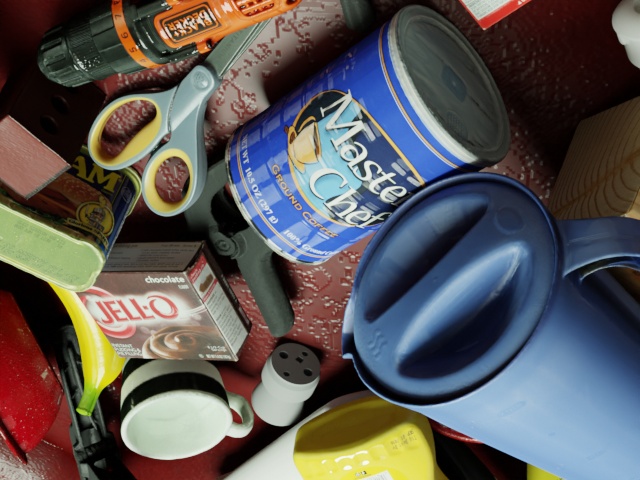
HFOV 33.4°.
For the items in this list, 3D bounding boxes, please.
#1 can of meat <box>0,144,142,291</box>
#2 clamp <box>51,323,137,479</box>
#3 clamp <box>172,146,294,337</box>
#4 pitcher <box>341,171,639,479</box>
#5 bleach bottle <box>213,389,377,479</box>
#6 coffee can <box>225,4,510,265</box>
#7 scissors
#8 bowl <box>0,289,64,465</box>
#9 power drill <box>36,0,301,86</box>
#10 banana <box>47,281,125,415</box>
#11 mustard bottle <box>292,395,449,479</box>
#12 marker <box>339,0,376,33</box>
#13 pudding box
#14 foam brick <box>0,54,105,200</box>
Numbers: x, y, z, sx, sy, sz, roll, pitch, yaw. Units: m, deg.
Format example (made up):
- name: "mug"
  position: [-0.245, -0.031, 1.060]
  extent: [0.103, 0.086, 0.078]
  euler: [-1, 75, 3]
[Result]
- name: "can of meat"
  position: [-0.185, -0.023, 0.735]
  extent: [0.102, 0.084, 0.058]
  euler: [26, 132, -11]
- name: "clamp"
  position: [-0.196, 0.173, 0.918]
  extent: [0.036, 0.164, 0.210]
  euler: [-16, 159, -20]
- name: "clamp"
  position: [-0.055, 0.001, 0.758]
  extent: [0.120, 0.039, 0.172]
  euler: [22, 136, -6]
- name: "pitcher"
  position: [0.145, 0.068, 0.618]
  extent: [0.242, 0.149, 0.145]
  euler: [33, 88, -40]
- name: "bleach bottle"
  position: [-0.024, 0.203, 0.914]
  extent: [0.102, 0.068, 0.251]
  euler: [-2, 154, -40]
- name: "coffee can"
  position: [0.027, -0.060, 0.640]
  extent: [0.141, 0.102, 0.102]
  euler: [-31, 119, 34]
- name: "scissors"
  position: [-0.069, -0.083, 0.681]
  extent: [0.202, 0.016, 0.096]
  euler: [-25, 97, 31]
- name: "bowl"
  position: [-0.248, 0.093, 0.840]
  extent: [0.055, 0.162, 0.162]
  euler: [-28, 131, -15]
- name: "power drill"
  position: [-0.123, -0.180, 0.597]
  extent: [0.185, 0.057, 0.187]
  euler: [-16, 129, 23]
- name: "banana"
  position: [-0.194, 0.036, 0.803]
  extent: [0.037, 0.069, 0.198]
  euler: [-6, 118, 37]
- name: "mustard bottle"
  position: [0.061, 0.202, 0.781]
  extent: [0.096, 0.058, 0.191]
  euler: [-20, 118, 15]
- name: "marker"
  position: [0.008, -0.170, 0.600]
  extent: [0.020, 0.020, 0.121]
  euler: [-7, 130, 19]
- name: "pudding box"
  position: [-0.117, 0.044, 0.771]
  extent: [0.114, 0.039, 0.090]
  euler: [-4, 132, 28]
- name: "foam brick"
  position: [-0.183, -0.076, 0.691]
  extent: [0.051, 0.078, 0.053]
  euler: [-30, 122, 33]
